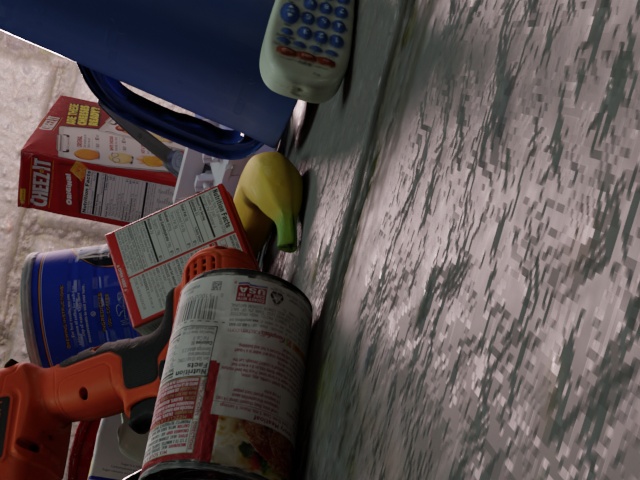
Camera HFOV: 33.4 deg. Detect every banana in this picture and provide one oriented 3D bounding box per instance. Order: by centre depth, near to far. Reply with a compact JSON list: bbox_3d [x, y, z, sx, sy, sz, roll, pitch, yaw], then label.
[{"bbox_3d":[-0.041,-0.023,0.730,0.198,0.037,0.069,162,121,-80],"label":"banana"}]

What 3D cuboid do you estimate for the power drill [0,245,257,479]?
[{"bbox_3d":[-0.110,0.107,0.609,0.188,0.057,0.184,-23,43,19],"label":"power drill"}]

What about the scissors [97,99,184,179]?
[{"bbox_3d":[-0.117,-0.080,0.960,0.016,0.201,0.096,0,47,39],"label":"scissors"}]

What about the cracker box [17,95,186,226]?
[{"bbox_3d":[-0.185,-0.073,1.099,0.164,0.213,0.072,-87,9,-64],"label":"cracker box"}]

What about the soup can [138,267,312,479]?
[{"bbox_3d":[-0.042,0.072,0.498,0.069,0.068,0.102,116,165,-55],"label":"soup can"}]

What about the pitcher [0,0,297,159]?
[{"bbox_3d":[-0.119,-0.158,0.746,0.145,0.242,0.149,-176,105,-83],"label":"pitcher"}]

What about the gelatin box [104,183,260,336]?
[{"bbox_3d":[-0.089,0.014,0.701,0.030,0.089,0.073,64,-178,-64],"label":"gelatin box"}]

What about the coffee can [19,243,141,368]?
[{"bbox_3d":[-0.132,0.050,0.767,0.103,0.140,0.103,171,90,-89],"label":"coffee can"}]
